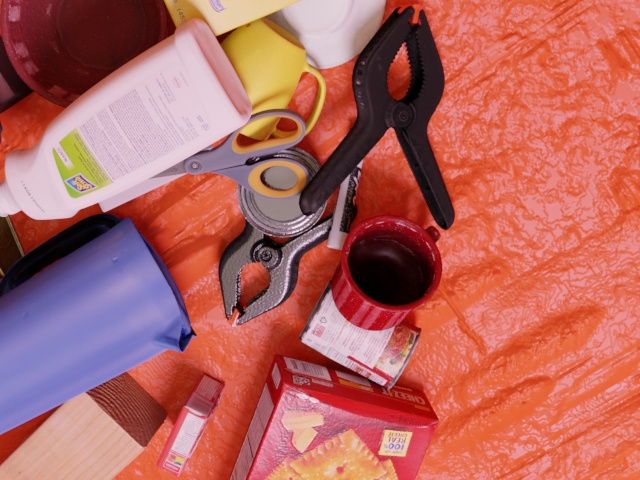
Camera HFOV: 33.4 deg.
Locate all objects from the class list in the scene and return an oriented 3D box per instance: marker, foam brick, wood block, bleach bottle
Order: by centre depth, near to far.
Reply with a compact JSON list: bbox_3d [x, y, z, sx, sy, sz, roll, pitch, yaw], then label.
[{"bbox_3d":[-0.190,-0.092,0.933,0.251,0.068,0.102,-25,106,17],"label":"bleach bottle"},{"bbox_3d":[0.027,-0.052,1.012,0.020,0.020,0.121,11,84,5],"label":"marker"},{"bbox_3d":[-0.328,-0.163,1.038,0.051,0.053,0.078,-29,97,14],"label":"foam brick"},{"bbox_3d":[-0.268,0.231,1.106,0.090,0.090,0.206,45,105,-4],"label":"wood block"}]

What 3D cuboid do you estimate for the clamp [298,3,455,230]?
[{"bbox_3d":[0.075,-0.109,0.985,0.164,0.036,0.210,13,93,-30],"label":"clamp"}]

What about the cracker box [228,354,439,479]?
[{"bbox_3d":[0.001,0.236,1.058,0.164,0.072,0.214,16,105,-15],"label":"cracker box"}]

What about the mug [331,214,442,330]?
[{"bbox_3d":[0.065,0.027,0.987,0.117,0.082,0.093,-40,80,-23],"label":"mug"}]

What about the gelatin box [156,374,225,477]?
[{"bbox_3d":[-0.129,0.185,1.076,0.030,0.089,0.073,26,106,0],"label":"gelatin box"}]

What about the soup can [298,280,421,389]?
[{"bbox_3d":[0.038,0.091,1.040,0.102,0.068,0.068,29,106,1],"label":"soup can"}]

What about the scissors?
[{"bbox_3d":[-0.098,-0.057,0.974,0.202,0.016,0.096,-22,117,16],"label":"scissors"}]

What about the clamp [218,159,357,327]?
[{"bbox_3d":[-0.057,0.001,1.048,0.120,0.039,0.171,37,99,5],"label":"clamp"}]

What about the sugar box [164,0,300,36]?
[{"bbox_3d":[-0.056,-0.245,0.933,0.176,0.048,0.093,-23,113,-1],"label":"sugar box"}]

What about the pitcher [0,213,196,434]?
[{"bbox_3d":[-0.254,0.083,1.014,0.242,0.149,0.145,-29,102,-8],"label":"pitcher"}]

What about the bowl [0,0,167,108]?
[{"bbox_3d":[-0.216,-0.205,1.010,0.162,0.055,0.162,2,104,8],"label":"bowl"}]

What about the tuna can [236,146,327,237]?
[{"bbox_3d":[-0.034,-0.047,1.005,0.086,0.033,0.086,0,95,4],"label":"tuna can"}]
